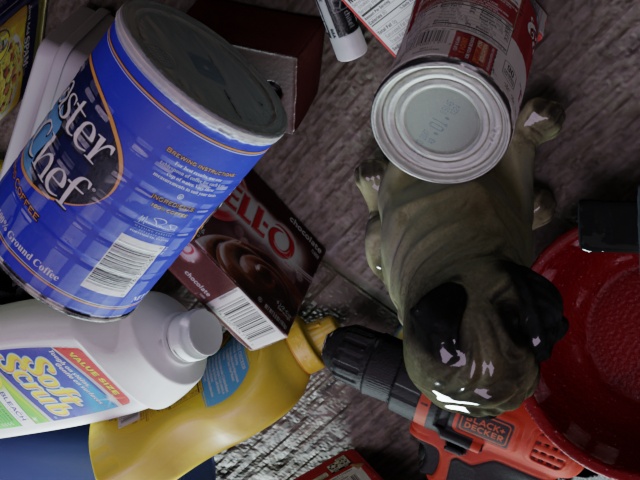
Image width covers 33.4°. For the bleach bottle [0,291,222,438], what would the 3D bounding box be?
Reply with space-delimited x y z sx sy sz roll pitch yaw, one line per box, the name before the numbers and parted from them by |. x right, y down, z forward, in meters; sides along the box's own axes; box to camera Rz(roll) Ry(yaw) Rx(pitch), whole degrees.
bleach bottle | -0.166 0.075 0.724 0.251 0.068 0.102 -16 111 40

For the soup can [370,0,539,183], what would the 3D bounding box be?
soup can | 0.067 -0.083 0.522 0.068 0.102 0.068 10 130 12

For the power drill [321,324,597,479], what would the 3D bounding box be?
power drill | 0.070 0.160 0.715 0.184 0.057 0.188 22 115 15

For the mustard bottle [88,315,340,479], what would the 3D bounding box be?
mustard bottle | -0.070 0.107 0.753 0.192 0.096 0.058 -31 115 7

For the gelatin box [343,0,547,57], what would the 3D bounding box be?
gelatin box | 0.066 -0.127 0.577 0.089 0.030 0.073 44 129 -17

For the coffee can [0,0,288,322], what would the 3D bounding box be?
coffee can | -0.099 -0.041 0.564 0.102 0.102 0.140 38 113 -10

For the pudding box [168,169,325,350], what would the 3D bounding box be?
pudding box | -0.054 0.001 0.679 0.039 0.090 0.113 -26 115 35

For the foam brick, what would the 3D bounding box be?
foam brick | -0.042 -0.103 0.620 0.078 0.051 0.053 13 129 10

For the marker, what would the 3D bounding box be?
marker | -0.002 -0.156 0.587 0.020 0.020 0.121 -9 122 25

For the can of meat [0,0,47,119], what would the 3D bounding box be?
can of meat | -0.215 -0.112 0.654 0.057 0.083 0.102 22 130 2
